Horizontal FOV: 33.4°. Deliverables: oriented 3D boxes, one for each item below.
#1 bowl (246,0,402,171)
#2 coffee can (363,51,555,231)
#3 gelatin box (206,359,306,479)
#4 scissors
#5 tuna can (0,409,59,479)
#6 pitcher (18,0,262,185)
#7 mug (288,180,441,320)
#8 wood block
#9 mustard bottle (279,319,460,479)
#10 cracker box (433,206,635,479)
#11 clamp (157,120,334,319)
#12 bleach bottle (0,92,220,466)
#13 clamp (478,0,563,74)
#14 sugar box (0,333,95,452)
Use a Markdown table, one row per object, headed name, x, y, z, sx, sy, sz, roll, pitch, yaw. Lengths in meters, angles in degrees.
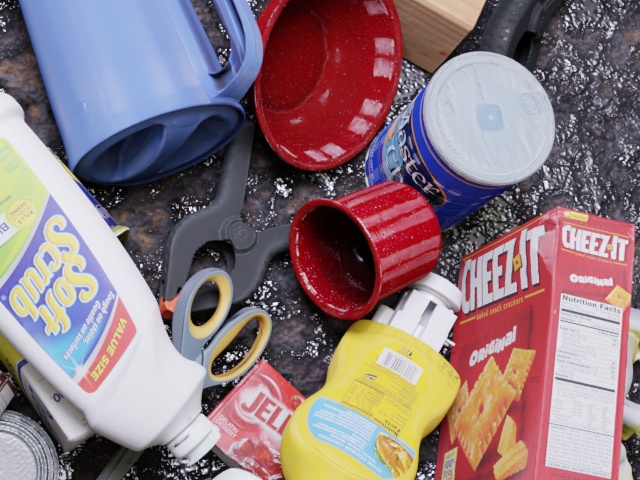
| name | x | y | z | sx | sy | sz | roll | pitch | yaw |
| --- | --- | --- | --- | --- | --- | --- | --- | --- | --- |
| bowl | -0.008 | -0.139 | 0.840 | 0.161 | 0.055 | 0.162 | -22 | 122 | -40 |
| coffee can | 0.104 | -0.072 | 0.834 | 0.102 | 0.140 | 0.103 | 4 | 74 | -16 |
| gelatin box | -0.037 | 0.145 | 0.792 | 0.089 | 0.030 | 0.073 | 44 | 67 | -2 |
| scissors | -0.109 | 0.094 | 0.740 | 0.201 | 0.016 | 0.096 | -38 | 120 | -37 |
| tuna can | -0.224 | 0.160 | 0.731 | 0.086 | 0.034 | 0.086 | 4 | 74 | -15 |
| pitcher | -0.150 | -0.174 | 0.789 | 0.149 | 0.145 | 0.243 | -19 | 79 | -17 |
| mug | 0.034 | 0.012 | 0.810 | 0.081 | 0.117 | 0.093 | -22 | 52 | -41 |
| wood block | 0.036 | -0.239 | 0.887 | 0.206 | 0.090 | 0.090 | 28 | 68 | -7 |
| mustard bottle | 0.026 | 0.142 | 0.756 | 0.096 | 0.058 | 0.191 | 31 | 42 | 6 |
| cracker box | 0.152 | 0.100 | 0.789 | 0.072 | 0.164 | 0.213 | 13 | 72 | -15 |
| clamp | -0.055 | 0.001 | 0.823 | 0.120 | 0.039 | 0.171 | 33 | 68 | -2 |
| bleach bottle | -0.150 | 0.034 | 0.668 | 0.102 | 0.068 | 0.251 | -42 | 92 | -7 |
| clamp | 0.171 | -0.197 | 0.901 | 0.036 | 0.164 | 0.210 | 19 | 76 | 27 |
| sugar box | -0.206 | 0.061 | 0.732 | 0.048 | 0.093 | 0.176 | -32 | 86 | -21 |
